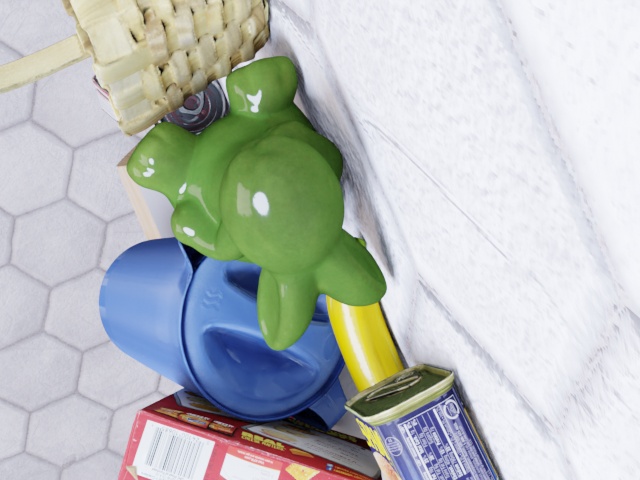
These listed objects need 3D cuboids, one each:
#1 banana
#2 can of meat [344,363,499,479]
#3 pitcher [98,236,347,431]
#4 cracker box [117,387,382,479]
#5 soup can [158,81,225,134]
[{"bbox_3d":[0.045,0.095,0.714,0.070,0.037,0.198,157,90,-81],"label":"banana"},{"bbox_3d":[0.062,0.124,0.629,0.084,0.057,0.102,64,172,-1],"label":"can of meat"},{"bbox_3d":[-0.081,0.062,0.825,0.243,0.144,0.149,2,90,62],"label":"pitcher"},{"bbox_3d":[-0.042,0.165,0.759,0.213,0.164,0.072,66,-139,-86],"label":"cracker box"},{"bbox_3d":[-0.130,-0.121,1.072,0.102,0.068,0.068,118,128,-78],"label":"soup can"}]
